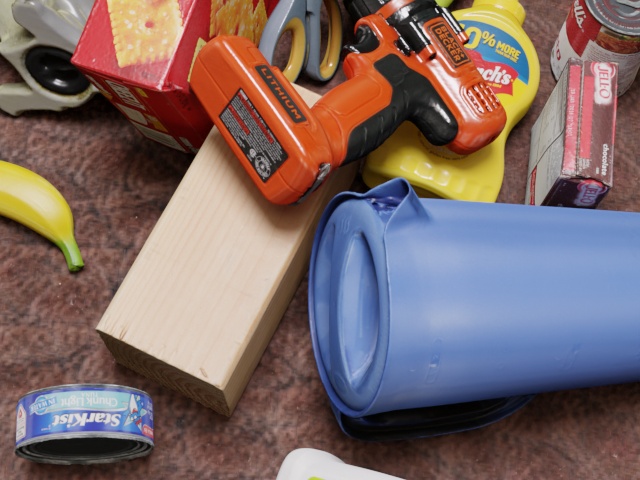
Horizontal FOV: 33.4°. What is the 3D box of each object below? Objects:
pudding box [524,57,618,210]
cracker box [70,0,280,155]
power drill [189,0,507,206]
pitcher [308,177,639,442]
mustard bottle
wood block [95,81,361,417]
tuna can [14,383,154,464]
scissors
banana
[{"bbox_3d":[0.171,-0.059,0.733,0.039,0.113,0.090,10,70,-1],"label":"pudding box"},{"bbox_3d":[-0.074,-0.178,0.720,0.072,0.164,0.213,20,82,11],"label":"cracker box"},{"bbox_3d":[0.013,-0.115,0.676,0.187,0.057,0.184,-28,79,-35],"label":"power drill"},{"bbox_3d":[0.119,0.046,0.673,0.242,0.149,0.145,0,77,-20],"label":"pitcher"},{"bbox_3d":[0.107,-0.110,0.780,0.096,0.058,0.191,22,70,5],"label":"mustard bottle"},{"bbox_3d":[-0.054,0.001,0.717,0.091,0.090,0.206,25,71,8],"label":"wood block"},{"bbox_3d":[-0.148,0.117,0.672,0.086,0.086,0.034,-3,68,-3],"label":"tuna can"},{"bbox_3d":[-0.019,-0.187,0.733,0.016,0.202,0.096,23,53,30],"label":"scissors"},{"bbox_3d":[-0.258,-0.028,0.748,0.198,0.037,0.069,8,68,1],"label":"banana"}]
